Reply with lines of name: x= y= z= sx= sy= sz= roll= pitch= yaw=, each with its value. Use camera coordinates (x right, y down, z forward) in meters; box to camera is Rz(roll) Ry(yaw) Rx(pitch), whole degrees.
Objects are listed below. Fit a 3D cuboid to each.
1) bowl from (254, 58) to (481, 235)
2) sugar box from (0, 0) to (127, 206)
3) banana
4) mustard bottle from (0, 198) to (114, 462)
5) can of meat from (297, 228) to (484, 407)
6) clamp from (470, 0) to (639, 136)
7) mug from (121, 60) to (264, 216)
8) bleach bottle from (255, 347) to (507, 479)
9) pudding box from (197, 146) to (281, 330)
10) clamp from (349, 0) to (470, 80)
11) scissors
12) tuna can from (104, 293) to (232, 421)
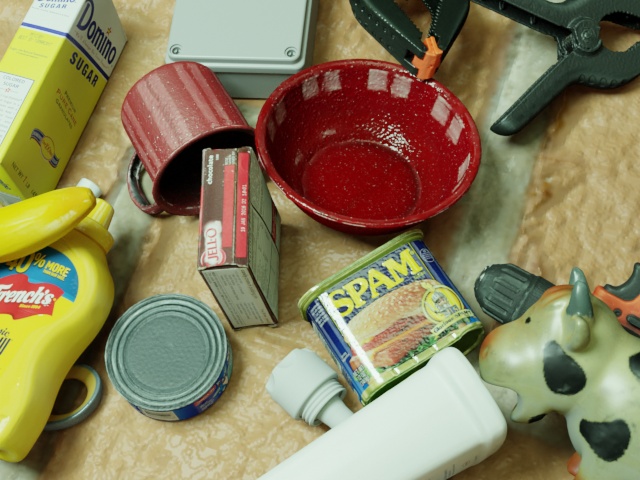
bowl: x=0.033 y=-0.058 z=0.776 sx=0.162 sy=0.055 sz=0.162 roll=2 pitch=53 yaw=-3
sugar box: x=-0.209 y=-0.116 z=0.820 sx=0.048 sy=0.093 sz=0.176 roll=18 pitch=69 yaw=13
banana: x=-0.236 y=-0.012 z=0.752 sx=0.198 sy=0.037 sz=0.069 roll=3 pitch=59 yaw=42
mustard bottle: x=-0.198 y=0.052 z=0.742 sx=0.096 sy=0.058 sz=0.191 roll=14 pitch=63 yaw=30
can of meat: x=0.049 y=0.055 z=0.733 sx=0.102 sy=0.057 sz=0.084 roll=-30 pitch=68 yaw=-8
clamp: x=0.186 y=-0.158 z=0.806 sx=0.171 sy=0.039 sz=0.120 roll=-20 pitch=96 yaw=-16
mug: x=-0.105 y=-0.071 z=0.799 sx=0.117 sy=0.093 sz=0.081 roll=-47 pitch=58 yaw=24
bleach bottle: x=-0.008 y=0.162 z=0.663 sx=0.250 sy=0.102 sz=0.068 roll=-29 pitch=70 yaw=-8
pudding box: x=-0.055 y=0.001 z=0.737 sx=0.039 sy=0.113 sz=0.090 roll=-4 pitch=64 yaw=9
clamp: x=0.072 y=-0.214 z=0.838 sx=0.164 sy=0.036 sz=0.210 roll=-8 pitch=57 yaw=-17
scissors: x=-0.234 y=0.137 z=0.747 sx=0.096 sy=0.016 sz=0.201 roll=33 pitch=72 yaw=22
tuna can: x=-0.105 y=0.082 z=0.749 sx=0.086 sy=0.034 sz=0.086 roll=-3 pitch=65 yaw=5
